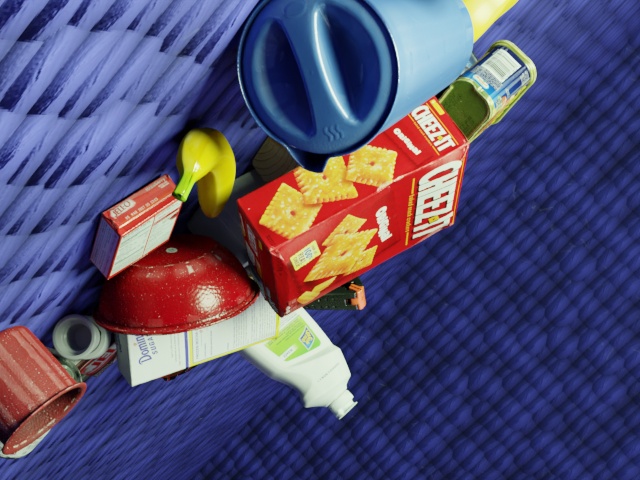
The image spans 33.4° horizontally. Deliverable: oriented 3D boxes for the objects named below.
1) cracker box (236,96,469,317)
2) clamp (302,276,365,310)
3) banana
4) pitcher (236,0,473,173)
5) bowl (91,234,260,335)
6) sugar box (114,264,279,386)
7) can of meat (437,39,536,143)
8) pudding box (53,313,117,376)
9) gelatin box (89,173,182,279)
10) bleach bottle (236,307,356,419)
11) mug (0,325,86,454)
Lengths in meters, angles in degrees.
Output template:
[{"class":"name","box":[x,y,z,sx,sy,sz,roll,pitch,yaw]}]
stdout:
[{"class":"cracker box","box":[0.032,-0.026,1.026,0.213,0.072,0.164,-28,157,-12]},{"class":"clamp","box":[-0.022,0.034,1.339,0.164,0.210,0.036,-44,136,-39]},{"class":"banana","box":[-0.101,-0.061,0.931,0.069,0.037,0.198,-62,175,-1]},{"class":"pitcher","box":[0.045,-0.167,0.883,0.149,0.145,0.242,-35,180,30]},{"class":"bowl","box":[-0.140,0.034,1.016,0.161,0.162,0.055,-31,121,-52]},{"class":"sugar box","box":[-0.127,0.080,1.115,0.176,0.048,0.093,-14,123,-26]},{"class":"can of meat","box":[0.156,-0.140,1.069,0.083,0.057,0.102,-41,174,-37]},{"class":"pudding box","box":[-0.222,0.096,1.145,0.113,0.039,0.090,-43,170,-4]},{"class":"gelatin box","box":[-0.163,-0.012,0.944,0.073,0.030,0.089,-36,168,-31]},{"class":"bleach bottle","box":[-0.059,0.112,1.249,0.102,0.251,0.068,-40,170,-20]},{"class":"mug","box":[-0.277,0.138,0.966,0.093,0.081,0.117,-34,167,-45]}]
